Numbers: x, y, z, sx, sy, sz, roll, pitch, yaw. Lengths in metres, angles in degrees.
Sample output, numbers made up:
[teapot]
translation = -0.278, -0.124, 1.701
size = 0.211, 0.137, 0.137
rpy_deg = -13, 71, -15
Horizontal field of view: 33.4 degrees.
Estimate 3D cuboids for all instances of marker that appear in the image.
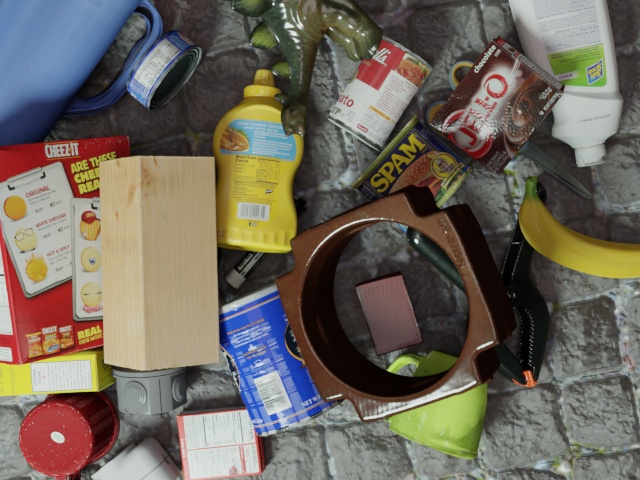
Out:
[marker]
translation = -0.058, 0.001, 1.153
size = 0.020, 0.020, 0.121
rpy_deg = 41, 95, 2

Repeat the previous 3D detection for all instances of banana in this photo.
[banana]
translation = 0.275, 0.003, 1.099
size = 0.197, 0.037, 0.070
rpy_deg = 24, 131, -19

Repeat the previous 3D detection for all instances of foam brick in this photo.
[foam brick]
translation = 0.073, 0.076, 1.129
size = 0.051, 0.053, 0.078
rpy_deg = -18, 92, 5

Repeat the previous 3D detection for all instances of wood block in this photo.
[wood block]
translation = -0.163, 0.021, 1.073
size = 0.090, 0.090, 0.206
rpy_deg = -2, 91, -37

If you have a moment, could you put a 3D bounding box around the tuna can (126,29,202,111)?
[tuna can]
translation = -0.165, -0.179, 1.123
size = 0.034, 0.086, 0.086
rpy_deg = 39, 94, 4

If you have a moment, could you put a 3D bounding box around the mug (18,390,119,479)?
[mug]
translation = -0.272, 0.217, 1.146
size = 0.093, 0.081, 0.117
rpy_deg = 2, 92, 4

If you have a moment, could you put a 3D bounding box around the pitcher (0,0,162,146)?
[pitcher]
translation = -0.289, -0.194, 1.119
size = 0.149, 0.145, 0.243
rpy_deg = 36, 98, 15

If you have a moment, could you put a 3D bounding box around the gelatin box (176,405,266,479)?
[gelatin box]
translation = -0.107, 0.219, 1.160
size = 0.089, 0.030, 0.073
rpy_deg = -7, 90, 4

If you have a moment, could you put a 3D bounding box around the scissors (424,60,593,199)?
[scissors]
translation = 0.190, -0.099, 1.132
size = 0.096, 0.016, 0.202
rpy_deg = -36, 88, 6

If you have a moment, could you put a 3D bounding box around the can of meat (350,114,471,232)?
[can of meat]
translation = 0.096, -0.067, 1.121
size = 0.084, 0.057, 0.102
rpy_deg = 42, 95, -1

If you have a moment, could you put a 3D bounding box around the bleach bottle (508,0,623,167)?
[bleach bottle]
translation = 0.250, -0.200, 1.102
size = 0.102, 0.068, 0.251
rpy_deg = -10, 94, 9

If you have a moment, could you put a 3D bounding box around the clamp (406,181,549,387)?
[clamp]
translation = 0.195, 0.049, 1.116
size = 0.164, 0.036, 0.210
rpy_deg = -26, 99, -16

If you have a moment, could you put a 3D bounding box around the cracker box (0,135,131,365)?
[cracker box]
translation = -0.267, 0.007, 1.094
size = 0.072, 0.163, 0.214
rpy_deg = -3, 96, 45

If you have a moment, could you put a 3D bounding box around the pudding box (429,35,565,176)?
[pudding box]
translation = 0.180, -0.137, 1.087
size = 0.090, 0.039, 0.114
rpy_deg = 38, 115, 4

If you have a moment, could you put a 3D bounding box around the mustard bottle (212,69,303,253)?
[mustard bottle]
translation = -0.067, -0.086, 1.123
size = 0.096, 0.058, 0.191
rpy_deg = 5, 83, -5

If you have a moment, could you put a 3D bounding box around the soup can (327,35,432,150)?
[soup can]
translation = 0.062, -0.153, 1.114
size = 0.068, 0.068, 0.102
rpy_deg = 33, 94, 3

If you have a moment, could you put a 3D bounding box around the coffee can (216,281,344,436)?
[coffee can]
translation = -0.047, 0.119, 1.115
size = 0.103, 0.103, 0.140
rpy_deg = -23, 90, 5

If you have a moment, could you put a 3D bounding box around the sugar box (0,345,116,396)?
[sugar box]
translation = -0.311, 0.139, 1.141
size = 0.176, 0.093, 0.048
rpy_deg = -1, 91, 4
